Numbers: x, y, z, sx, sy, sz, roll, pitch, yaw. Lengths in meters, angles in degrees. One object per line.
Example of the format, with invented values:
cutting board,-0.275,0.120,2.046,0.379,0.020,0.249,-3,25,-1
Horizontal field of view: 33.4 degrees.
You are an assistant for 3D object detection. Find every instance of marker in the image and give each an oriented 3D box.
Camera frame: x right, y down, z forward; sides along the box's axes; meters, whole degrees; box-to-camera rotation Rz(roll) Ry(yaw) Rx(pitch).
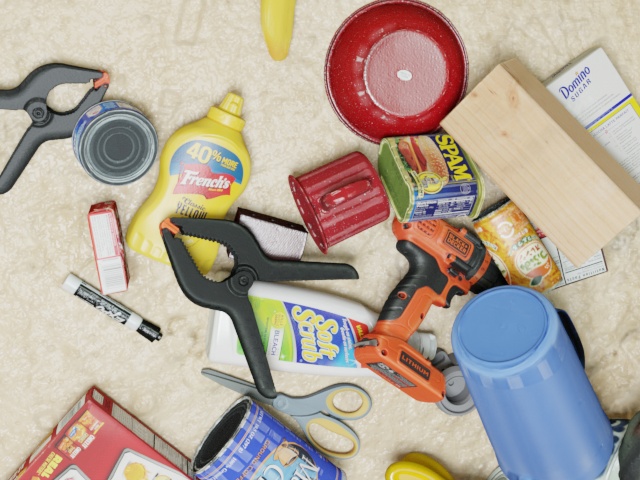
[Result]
marker,-0.224,0.075,1.156,0.121,0.020,0.020,33,94,-11

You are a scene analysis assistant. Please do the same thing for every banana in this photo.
banana,-0.020,-0.287,1.114,0.069,0.037,0.198,30,94,-10

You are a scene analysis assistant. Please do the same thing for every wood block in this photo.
wood block,0.235,-0.083,1.112,0.206,0.090,0.090,47,116,5

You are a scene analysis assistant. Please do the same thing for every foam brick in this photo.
foam brick,-0.058,0.001,1.148,0.078,0.053,0.051,16,97,-10

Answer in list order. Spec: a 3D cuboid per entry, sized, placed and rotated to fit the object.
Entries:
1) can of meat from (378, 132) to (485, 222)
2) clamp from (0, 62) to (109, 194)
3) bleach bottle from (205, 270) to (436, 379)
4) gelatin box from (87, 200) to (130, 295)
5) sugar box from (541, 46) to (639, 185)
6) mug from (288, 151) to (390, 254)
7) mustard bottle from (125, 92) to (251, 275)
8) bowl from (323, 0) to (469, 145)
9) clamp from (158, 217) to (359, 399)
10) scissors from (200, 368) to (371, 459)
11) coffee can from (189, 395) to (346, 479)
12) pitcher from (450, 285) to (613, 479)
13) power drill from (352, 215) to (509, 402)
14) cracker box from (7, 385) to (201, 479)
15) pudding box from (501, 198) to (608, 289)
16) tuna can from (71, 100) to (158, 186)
can of meat,0.114,-0.068,1.129,0.083,0.102,0.057,-7,140,-16
clamp,-0.294,-0.123,1.106,0.171,0.039,0.120,-19,115,-7
bleach bottle,0.005,0.097,1.169,0.250,0.068,0.102,7,94,-11
gelatin box,-0.221,0.006,1.118,0.030,0.073,0.089,-10,99,-7
sugar box,0.314,-0.116,1.182,0.093,0.048,0.176,-35,98,-1
mug,0.023,-0.045,1.122,0.081,0.117,0.093,-25,85,-8
mustard bottle,-0.127,-0.065,1.125,0.096,0.058,0.192,22,95,-19
bowl,0.086,-0.178,1.137,0.162,0.055,0.162,-1,99,-7
clamp,-0.083,0.052,1.096,0.210,0.036,0.164,30,79,-11
scissors,-0.027,0.170,1.199,0.201,0.016,0.096,39,91,-11
coffee can,-0.056,0.252,1.164,0.140,0.103,0.103,40,92,-11
pitcher,0.223,0.147,1.120,0.145,0.149,0.242,-26,135,4
power drill,0.129,0.076,1.152,0.184,0.057,0.187,33,66,-17
cracker box,-0.221,0.287,1.165,0.213,0.072,0.164,41,93,-12
pudding box,0.263,-0.005,1.196,0.090,0.039,0.113,-18,103,-4
tuna can,-0.212,-0.100,1.108,0.086,0.034,0.086,-9,115,-21
